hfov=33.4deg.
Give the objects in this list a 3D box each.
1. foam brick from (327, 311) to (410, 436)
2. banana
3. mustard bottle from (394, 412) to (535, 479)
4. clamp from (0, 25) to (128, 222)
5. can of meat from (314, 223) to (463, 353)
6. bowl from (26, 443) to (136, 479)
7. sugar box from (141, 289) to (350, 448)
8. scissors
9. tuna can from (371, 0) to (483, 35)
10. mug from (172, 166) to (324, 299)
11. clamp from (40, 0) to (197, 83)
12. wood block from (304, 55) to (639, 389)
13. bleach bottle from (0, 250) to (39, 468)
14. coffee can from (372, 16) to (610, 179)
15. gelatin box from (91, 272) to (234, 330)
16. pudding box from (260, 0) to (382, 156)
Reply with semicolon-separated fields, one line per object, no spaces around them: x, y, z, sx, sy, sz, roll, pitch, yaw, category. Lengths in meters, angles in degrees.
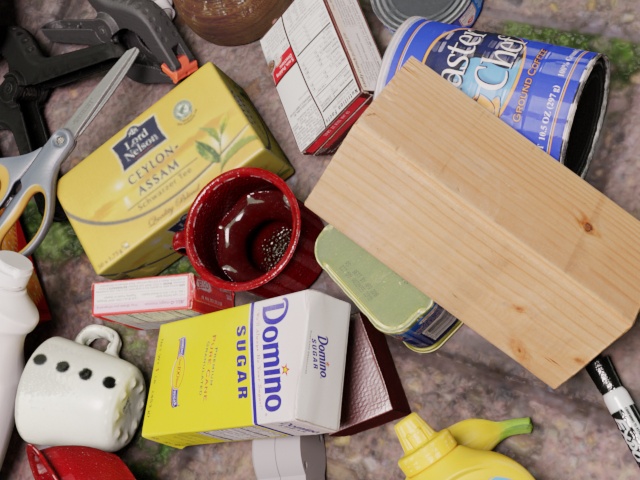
0.025;0.098;0.779;0.053;0.051;0.078;-23;71;14;foam brick
0.081;0.204;0.740;0.070;0.037;0.198;19;85;24;banana
0.109;0.196;0.693;0.096;0.058;0.191;-34;82;-4;mustard bottle
-0.254;-0.138;0.939;0.210;0.036;0.165;42;109;28;clamp
0.050;0.028;0.767;0.057;0.083;0.102;-45;67;6;can of meat
-0.158;0.211;0.790;0.055;0.162;0.162;-25;65;-24;bowl
-0.057;0.096;0.769;0.177;0.048;0.093;-19;58;46;sugar box
-0.227;-0.079;0.861;0.096;0.016;0.202;21;84;14;scissors
0.084;-0.194;0.834;0.086;0.033;0.086;-5;76;20;tuna can
-0.055;0.001;0.816;0.117;0.081;0.093;-8;75;19;mug
-0.176;-0.194;0.904;0.172;0.120;0.039;28;53;21;clamp
0.107;-0.012;0.696;0.206;0.090;0.090;37;50;2;wood block
-0.277;0.126;0.838;0.102;0.068;0.251;30;107;10;bleach bottle
0.121;-0.096;0.759;0.140;0.102;0.103;17;84;23;coffee can
-0.122;0.048;0.835;0.089;0.073;0.030;-7;75;20;gelatin box
0.003;-0.135;0.827;0.090;0.039;0.113;-40;64;45;pudding box
